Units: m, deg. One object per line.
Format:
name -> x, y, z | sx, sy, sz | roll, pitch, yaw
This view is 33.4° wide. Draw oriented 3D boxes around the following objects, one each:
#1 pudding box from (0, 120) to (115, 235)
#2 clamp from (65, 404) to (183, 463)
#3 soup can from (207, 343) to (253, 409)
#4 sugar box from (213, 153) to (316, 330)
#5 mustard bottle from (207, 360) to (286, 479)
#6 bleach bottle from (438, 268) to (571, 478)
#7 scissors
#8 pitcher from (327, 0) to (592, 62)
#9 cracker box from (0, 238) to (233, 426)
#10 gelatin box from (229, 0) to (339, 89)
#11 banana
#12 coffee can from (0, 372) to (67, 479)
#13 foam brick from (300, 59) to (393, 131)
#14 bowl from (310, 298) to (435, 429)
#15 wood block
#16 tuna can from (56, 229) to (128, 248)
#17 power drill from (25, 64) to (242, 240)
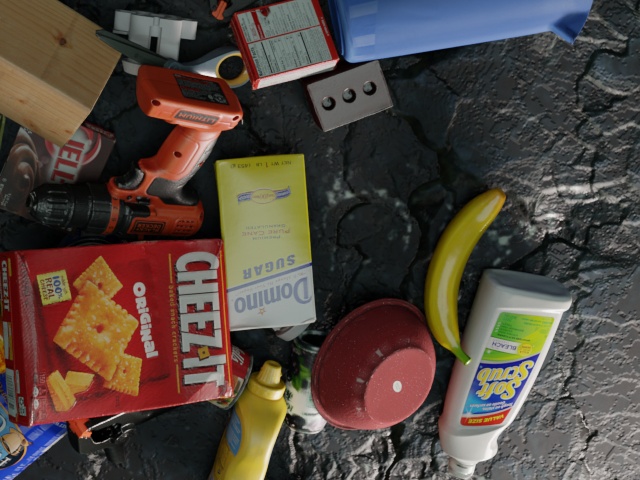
pudding box -> -0.268, -0.073, 1.070 | 0.090, 0.039, 0.113 | 23, 106, -17
clamp -> -0.220, 0.201, 1.132 | 0.039, 0.171, 0.120 | 44, 105, 23
soup can -> -0.133, 0.131, 1.151 | 0.102, 0.068, 0.068 | 28, 103, -17
sugar box -> -0.057, 0.001, 1.103 | 0.093, 0.048, 0.176 | -5, 92, -6
mustard bottle -> -0.080, 0.220, 1.177 | 0.058, 0.096, 0.192 | 14, 107, -13
bleach bottle -> 0.200, 0.160, 1.218 | 0.102, 0.068, 0.251 | 9, 111, -12
scissors -> -0.127, -0.174, 1.015 | 0.096, 0.016, 0.201 | -52, 144, -6
pitcher -> 0.127, -0.257, 1.026 | 0.243, 0.149, 0.145 | -12, 126, -1
cracker box -> -0.195, 0.084, 1.037 | 0.213, 0.072, 0.164 | -4, 90, -31
gelatin box -> -0.036, -0.194, 1.043 | 0.089, 0.030, 0.073 | -17, 80, -14
banana -> 0.151, 0.033, 1.167 | 0.070, 0.037, 0.198 | 13, 103, 17
coffee can -> -0.328, 0.189, 1.123 | 0.140, 0.103, 0.102 | -40, 111, 6
foam brick -> 0.025, -0.151, 1.080 | 0.078, 0.051, 0.053 | -21, 111, -1
bowl -> 0.071, 0.147, 1.164 | 0.161, 0.055, 0.162 | -14, 117, -28
wood block -> -0.298, -0.186, 0.980 | 0.206, 0.090, 0.090 | 31, 59, -17
tuna can -> -0.237, 0.031, 1.116 | 0.086, 0.034, 0.086 | -3, 111, -8
power drill -> -0.171, -0.078, 1.023 | 0.184, 0.057, 0.188 | 3, 136, -37
